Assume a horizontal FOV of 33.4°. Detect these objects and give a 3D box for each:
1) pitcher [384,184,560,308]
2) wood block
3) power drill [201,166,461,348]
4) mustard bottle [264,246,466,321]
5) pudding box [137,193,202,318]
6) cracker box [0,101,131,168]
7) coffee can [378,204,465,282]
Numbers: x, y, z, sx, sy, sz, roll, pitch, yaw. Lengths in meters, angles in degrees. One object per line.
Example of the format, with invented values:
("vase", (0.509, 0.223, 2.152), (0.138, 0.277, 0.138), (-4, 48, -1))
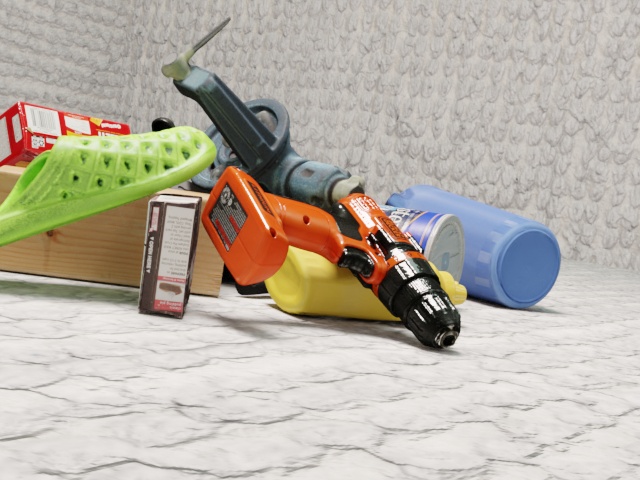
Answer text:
("pitcher", (0.196, 0.015, 1.367), (0.149, 0.145, 0.243), (-7, 14, -28))
("wood block", (-0.193, -0.010, 0.981), (0.206, 0.091, 0.090), (8, 4, -12))
("power drill", (0.009, 0.013, 0.853), (0.187, 0.057, 0.185), (15, 25, -37))
("mustard bottle", (0.051, 0.042, 0.978), (0.191, 0.058, 0.096), (7, 13, -27))
("pudding box", (-0.118, 0.009, 0.853), (0.039, 0.090, 0.113), (7, 4, -3))
("cracker box", (-0.364, -0.088, 1.346), (0.214, 0.072, 0.163), (-26, -22, 37))
("coffee can", (0.073, 0.013, 1.158), (0.140, 0.103, 0.102), (10, 4, 28))
